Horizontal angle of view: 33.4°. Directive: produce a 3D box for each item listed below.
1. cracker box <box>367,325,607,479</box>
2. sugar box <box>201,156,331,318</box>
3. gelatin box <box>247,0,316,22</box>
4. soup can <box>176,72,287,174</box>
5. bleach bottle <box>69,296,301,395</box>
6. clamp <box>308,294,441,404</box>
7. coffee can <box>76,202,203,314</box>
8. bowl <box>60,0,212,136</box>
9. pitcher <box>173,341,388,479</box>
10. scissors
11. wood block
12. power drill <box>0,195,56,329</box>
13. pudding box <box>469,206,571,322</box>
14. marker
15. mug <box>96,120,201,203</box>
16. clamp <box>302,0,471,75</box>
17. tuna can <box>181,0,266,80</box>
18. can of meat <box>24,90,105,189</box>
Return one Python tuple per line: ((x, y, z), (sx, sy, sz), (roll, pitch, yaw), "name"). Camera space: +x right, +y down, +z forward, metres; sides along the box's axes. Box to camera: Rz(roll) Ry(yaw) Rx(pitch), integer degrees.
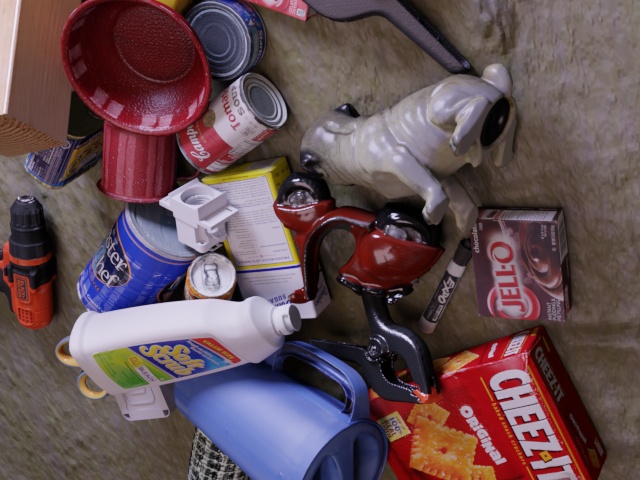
((0.169, 0.202, 1.139), (0.214, 0.072, 0.164), (-22, 101, 32), "cracker box")
((-0.058, 0.001, 1.174), (0.093, 0.048, 0.176), (-5, 113, 33), "sugar box")
((-0.033, -0.268, 1.044), (0.073, 0.030, 0.089), (23, 121, 15), "gelatin box")
((-0.093, -0.122, 1.120), (0.102, 0.068, 0.068), (-31, 97, 34), "soup can")
((-0.141, 0.102, 1.156), (0.251, 0.068, 0.102), (-14, 130, 24), "bleach bottle")
((0.057, 0.119, 1.134), (0.172, 0.039, 0.120), (55, 126, 31), "clamp")
((-0.204, 0.023, 1.223), (0.103, 0.102, 0.140), (42, 125, 3), "coffee can")
((-0.179, -0.187, 1.085), (0.162, 0.055, 0.162), (10, 130, 12), "bowl")
((-0.049, 0.193, 1.179), (0.243, 0.149, 0.145), (30, 154, 39), "pitcher")
((-0.231, 0.155, 1.281), (0.202, 0.016, 0.096), (4, 116, 25), "scissors")
((-0.317, -0.203, 1.116), (0.090, 0.090, 0.206), (-8, 71, 30), "wood block")
((-0.424, 0.013, 1.356), (0.188, 0.057, 0.184), (15, 119, 20), "power drill")
((0.199, 0.023, 1.060), (0.090, 0.039, 0.113), (2, 114, 26), "pudding box")
((0.133, 0.047, 1.116), (0.020, 0.020, 0.121), (30, 123, 11), "marker")
((-0.186, -0.095, 1.176), (0.117, 0.093, 0.081), (3, 113, -9), "mug")
((0.057, -0.254, 0.986), (0.210, 0.036, 0.165), (16, 117, 5), "clamp")
((-0.101, -0.209, 1.104), (0.086, 0.033, 0.086), (11, 117, 22), "tuna can")
((-0.279, -0.115, 1.198), (0.057, 0.102, 0.084), (37, 126, 6), "can of meat")
